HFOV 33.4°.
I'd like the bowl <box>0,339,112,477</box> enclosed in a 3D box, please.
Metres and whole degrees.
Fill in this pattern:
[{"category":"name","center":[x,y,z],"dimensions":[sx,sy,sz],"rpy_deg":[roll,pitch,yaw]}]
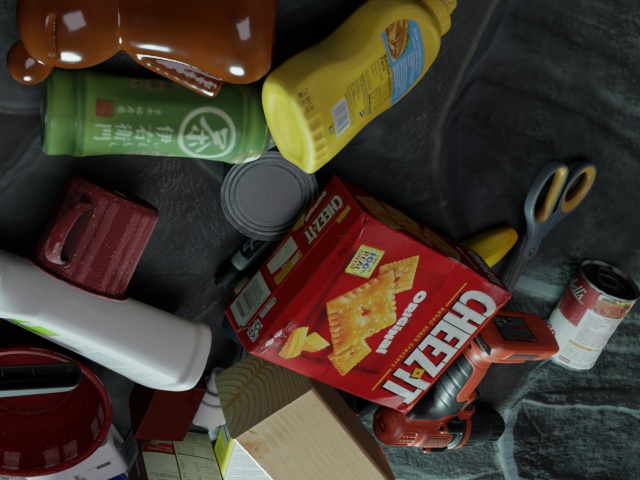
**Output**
[{"category":"bowl","center":[-0.277,0.147,1.003],"dimensions":[0.162,0.055,0.162],"rpy_deg":[-4,124,-7]}]

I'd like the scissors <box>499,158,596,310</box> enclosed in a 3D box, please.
[{"category":"scissors","center":[0.224,-0.005,1.068],"dimensions":[0.096,0.016,0.202],"rpy_deg":[-23,141,-27]}]

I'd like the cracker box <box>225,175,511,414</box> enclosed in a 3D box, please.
[{"category":"cracker box","center":[0.048,0.057,0.971],"dimensions":[0.213,0.072,0.164],"rpy_deg":[27,110,-38]}]

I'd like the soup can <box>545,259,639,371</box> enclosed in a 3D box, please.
[{"category":"soup can","center":[0.283,0.080,1.130],"dimensions":[0.068,0.068,0.102],"rpy_deg":[9,124,-23]}]

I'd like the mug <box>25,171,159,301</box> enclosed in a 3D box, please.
[{"category":"mug","center":[-0.190,-0.006,0.880],"dimensions":[0.081,0.093,0.117],"rpy_deg":[-64,165,4]}]

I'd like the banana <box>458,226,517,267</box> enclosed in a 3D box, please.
[{"category":"banana","center":[0.099,0.022,1.046],"dimensions":[0.197,0.037,0.070],"rpy_deg":[-2,126,-17]}]

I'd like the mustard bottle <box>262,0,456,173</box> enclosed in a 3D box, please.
[{"category":"mustard bottle","center":[0.040,-0.144,0.856],"dimensions":[0.191,0.058,0.096],"rpy_deg":[-41,145,-21]}]

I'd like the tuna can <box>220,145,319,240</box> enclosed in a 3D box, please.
[{"category":"tuna can","center":[-0.045,-0.045,0.938],"dimensions":[0.086,0.034,0.086],"rpy_deg":[-1,117,-3]}]

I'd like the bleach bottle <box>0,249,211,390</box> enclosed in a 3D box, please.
[{"category":"bleach bottle","center":[-0.220,0.061,0.925],"dimensions":[0.103,0.068,0.250],"rpy_deg":[-5,153,46]}]

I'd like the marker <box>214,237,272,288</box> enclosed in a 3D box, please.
[{"category":"marker","center":[-0.056,0.001,0.992],"dimensions":[0.020,0.020,0.121],"rpy_deg":[33,111,-34]}]

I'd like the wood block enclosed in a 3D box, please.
[{"category":"wood block","center":[-0.008,0.200,1.058],"dimensions":[0.091,0.090,0.206],"rpy_deg":[-32,127,4]}]

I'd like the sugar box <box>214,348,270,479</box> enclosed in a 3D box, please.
[{"category":"sugar box","center":[-0.053,0.190,1.122],"dimensions":[0.093,0.048,0.176],"rpy_deg":[5,121,-22]}]

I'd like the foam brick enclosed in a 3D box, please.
[{"category":"foam brick","center":[-0.152,0.153,1.058],"dimensions":[0.052,0.051,0.078],"rpy_deg":[12,122,-26]}]

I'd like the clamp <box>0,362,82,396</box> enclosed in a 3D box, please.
[{"category":"clamp","center":[-0.322,0.122,0.910],"dimensions":[0.210,0.036,0.164],"rpy_deg":[-25,145,18]}]

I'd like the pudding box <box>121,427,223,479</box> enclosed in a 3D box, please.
[{"category":"pudding box","center":[-0.147,0.239,1.084],"dimensions":[0.089,0.113,0.039],"rpy_deg":[15,117,-27]}]

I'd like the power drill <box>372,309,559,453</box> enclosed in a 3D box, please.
[{"category":"power drill","center":[0.169,0.157,1.140],"dimensions":[0.184,0.057,0.188],"rpy_deg":[7,130,-39]}]
